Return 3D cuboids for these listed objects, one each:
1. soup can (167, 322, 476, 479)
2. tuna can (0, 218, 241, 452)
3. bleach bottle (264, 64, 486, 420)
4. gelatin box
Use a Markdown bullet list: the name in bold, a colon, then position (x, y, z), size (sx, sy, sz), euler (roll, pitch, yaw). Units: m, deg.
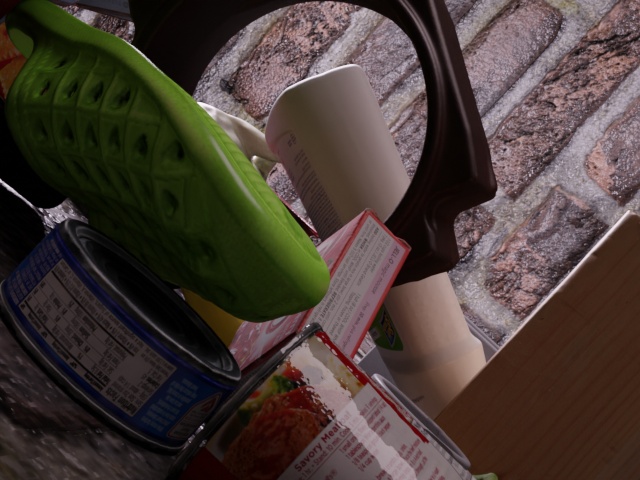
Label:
- **soup can**: position (0.012, 0.085, 0.337), size (0.102, 0.068, 0.068), euler (44, 1, 7)
- **tuna can**: position (-0.068, 0.032, 0.372), size (0.086, 0.034, 0.086), euler (43, 1, -2)
- **bleach bottle**: position (0.044, 0.020, 0.675), size (0.103, 0.068, 0.251), euler (119, -52, -75)
- **gelatin box**: position (-0.006, 0.034, 0.462), size (0.030, 0.073, 0.089), euler (43, 43, -11)
